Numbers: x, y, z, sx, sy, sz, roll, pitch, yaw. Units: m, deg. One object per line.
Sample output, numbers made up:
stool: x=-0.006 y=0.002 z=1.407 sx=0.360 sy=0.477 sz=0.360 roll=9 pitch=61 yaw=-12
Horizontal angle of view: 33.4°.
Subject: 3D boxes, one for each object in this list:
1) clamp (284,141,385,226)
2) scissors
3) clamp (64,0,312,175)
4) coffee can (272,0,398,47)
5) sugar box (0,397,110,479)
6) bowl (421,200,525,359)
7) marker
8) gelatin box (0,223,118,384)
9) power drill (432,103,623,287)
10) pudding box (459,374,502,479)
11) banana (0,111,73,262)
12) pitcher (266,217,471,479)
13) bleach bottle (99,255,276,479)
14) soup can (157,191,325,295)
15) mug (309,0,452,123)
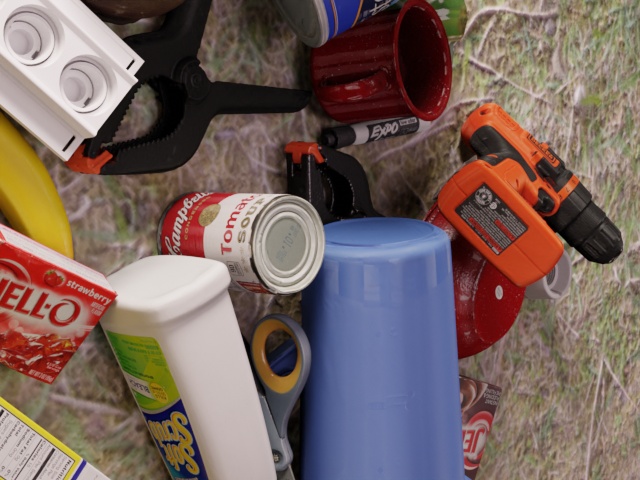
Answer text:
clamp: x=0.026 y=-0.016 z=0.855 sx=0.120 sy=0.039 sz=0.171 roll=-48 pitch=130 yaw=-39
scissors: x=-0.019 y=0.137 z=0.753 sx=0.202 sy=0.096 sz=0.016 roll=58 pitch=25 yaw=4
clamp: x=-0.097 y=-0.121 z=0.727 sx=0.209 sy=0.036 sz=0.164 roll=-41 pitch=123 yaw=-36
coffee can: x=0.032 y=-0.217 z=0.768 sx=0.140 sy=0.103 sz=0.103 roll=-30 pitch=116 yaw=-10
sugar box: x=-0.198 y=0.109 z=0.605 sx=0.176 sy=0.094 sz=0.048 roll=46 pitch=62 yaw=-37
bowl: x=0.134 y=0.038 z=0.930 sx=0.161 sy=0.055 sz=0.162 roll=-19 pitch=116 yaw=-47
marker: x=0.046 y=-0.092 z=0.882 sx=0.120 sy=0.020 sz=0.020 roll=-16 pitch=104 yaw=-42
gelatin box: x=-0.180 y=0.039 z=0.642 sx=0.089 sy=0.030 sz=0.073 roll=32 pitch=98 yaw=-41
power drill: x=0.178 y=-0.027 z=0.902 sx=0.184 sy=0.057 sz=0.187 roll=44 pitch=26 yaw=2
pudding box: x=0.104 y=0.160 z=0.934 sx=0.113 sy=0.039 sz=0.090 roll=19 pitch=87 yaw=-42
banana: x=-0.210 y=-0.053 z=0.624 sx=0.197 sy=0.037 sz=0.069 roll=39 pitch=72 yaw=-39
pitcher: x=0.033 y=0.111 z=0.795 sx=0.148 sy=0.145 sz=0.243 roll=-18 pitch=111 yaw=-49
bleach bottle: x=-0.072 y=0.135 z=0.722 sx=0.068 sy=0.103 sz=0.251 roll=-32 pitch=113 yaw=-35
soup can: x=-0.055 y=0.001 z=0.731 sx=0.068 sy=0.102 sz=0.068 roll=-4 pitch=95 yaw=-44
mug: x=0.040 y=-0.129 z=0.816 sx=0.117 sy=0.082 sz=0.093 roll=-44 pitch=124 yaw=-49
